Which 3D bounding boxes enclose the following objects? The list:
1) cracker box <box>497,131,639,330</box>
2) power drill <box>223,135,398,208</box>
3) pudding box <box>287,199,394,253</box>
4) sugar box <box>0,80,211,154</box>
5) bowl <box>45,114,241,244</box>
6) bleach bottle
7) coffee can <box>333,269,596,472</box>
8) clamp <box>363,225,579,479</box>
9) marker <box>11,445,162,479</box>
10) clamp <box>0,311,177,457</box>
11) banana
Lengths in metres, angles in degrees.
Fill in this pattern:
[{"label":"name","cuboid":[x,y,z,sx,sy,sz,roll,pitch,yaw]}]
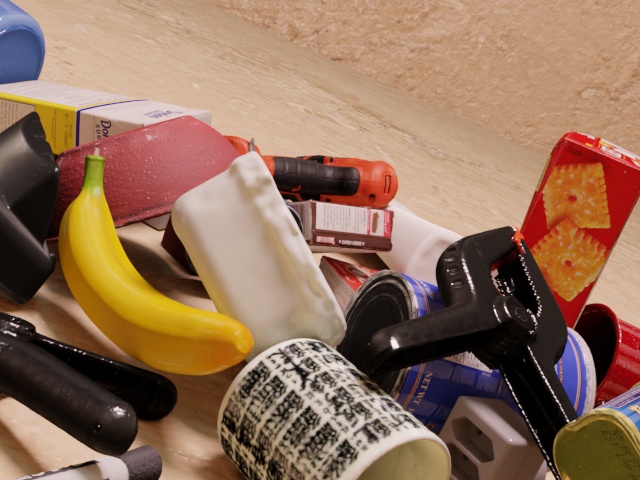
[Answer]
[{"label":"cracker box","cuboid":[0.175,0.024,0.828,0.072,0.214,0.164,26,14,10]},{"label":"power drill","cuboid":[-0.047,-0.064,1.026,0.187,0.057,0.185,2,1,-42]},{"label":"pudding box","cuboid":[-0.008,-0.010,0.894,0.089,0.039,0.114,4,-3,-39]},{"label":"sugar box","cuboid":[-0.186,-0.094,0.865,0.176,0.048,0.093,16,19,26]},{"label":"bowl","cuboid":[-0.124,-0.047,0.725,0.162,0.055,0.162,-16,9,2]},{"label":"bleach bottle","cuboid":[0.091,0.006,1.037,0.102,0.068,0.251,32,4,-18]},{"label":"coffee can","cuboid":[0.090,0.087,0.689,0.140,0.103,0.103,18,16,-24]},{"label":"clamp","cuboid":[0.110,0.062,0.609,0.164,0.036,0.209,41,30,-6]},{"label":"marker","cuboid":[-0.110,0.106,0.459,0.020,0.020,0.120,33,16,27]},{"label":"clamp","cuboid":[-0.149,0.057,0.528,0.171,0.039,0.120,25,-5,11]},{"label":"banana","cuboid":[-0.103,0.026,0.590,0.037,0.070,0.198,-2,33,-39]}]
